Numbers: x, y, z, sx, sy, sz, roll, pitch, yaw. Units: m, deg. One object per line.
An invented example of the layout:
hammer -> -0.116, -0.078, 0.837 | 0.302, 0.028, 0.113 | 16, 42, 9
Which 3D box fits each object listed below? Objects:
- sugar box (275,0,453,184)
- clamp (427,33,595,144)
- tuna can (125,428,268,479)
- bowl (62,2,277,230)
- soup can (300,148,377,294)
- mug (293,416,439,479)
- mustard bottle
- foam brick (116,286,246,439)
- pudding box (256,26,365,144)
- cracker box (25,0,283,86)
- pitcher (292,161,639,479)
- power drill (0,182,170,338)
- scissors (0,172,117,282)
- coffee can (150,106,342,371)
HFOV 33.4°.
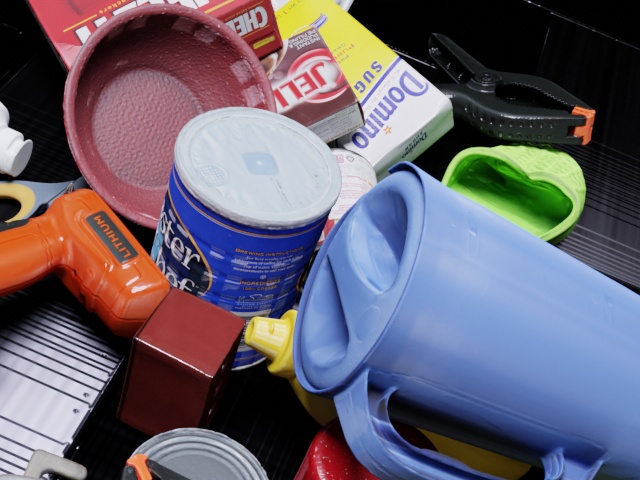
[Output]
sugar box -> 0.019, -0.131, 0.893 | 0.093, 0.048, 0.176 | -41, 63, -11
clamp -> 0.144, -0.133, 0.945 | 0.210, 0.036, 0.164 | 17, 38, 23
tuna can -> -0.072, 0.150, 0.599 | 0.086, 0.034, 0.086 | 11, 43, -11
bowl -> -0.112, -0.084, 0.763 | 0.161, 0.055, 0.162 | 2, 85, -30
soup can -> 0.013, -0.010, 0.774 | 0.068, 0.069, 0.102 | 9, 43, -14
mug -> 0.016, 0.156, 0.593 | 0.093, 0.082, 0.117 | 35, 44, 14
mustard bottle -> 0.042, 0.086, 0.668 | 0.191, 0.058, 0.096 | 20, 46, -18
foam brick -> -0.083, 0.078, 0.638 | 0.051, 0.078, 0.053 | 25, 42, 6
pudding box -> -0.033, -0.107, 0.840 | 0.113, 0.039, 0.090 | -27, 55, 0
cracker box -> -0.153, -0.207, 0.863 | 0.164, 0.072, 0.214 | -29, 57, -8
pitcher -> 0.114, 0.071, 0.598 | 0.242, 0.149, 0.145 | 25, 3, -19
power drill -> -0.182, 0.040, 0.612 | 0.187, 0.057, 0.184 | -15, 54, -45
scissors -> -0.183, -0.044, 0.770 | 0.096, 0.016, 0.201 | 22, 42, 1
coffee can -> -0.054, 0.001, 0.681 | 0.102, 0.140, 0.103 | 11, 43, -11
